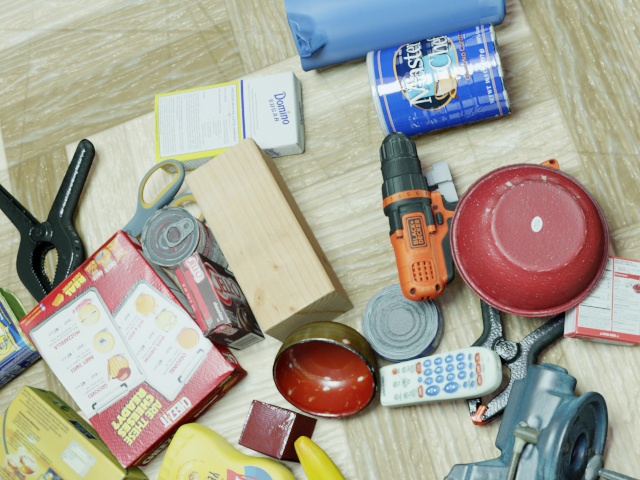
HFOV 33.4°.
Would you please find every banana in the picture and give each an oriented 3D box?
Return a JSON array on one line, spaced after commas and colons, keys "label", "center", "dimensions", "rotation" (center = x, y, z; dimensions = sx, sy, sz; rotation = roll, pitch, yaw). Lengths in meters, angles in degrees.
[{"label": "banana", "center": [0.026, 0.294, 1.096], "dimensions": [0.037, 0.069, 0.198], "rotation": [-27, 68, 10]}]

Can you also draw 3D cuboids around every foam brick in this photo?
[{"label": "foam brick", "center": [-0.045, 0.204, 1.137], "dimensions": [0.053, 0.078, 0.051], "rotation": [16, 82, 20]}]

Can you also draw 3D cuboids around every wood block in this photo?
[{"label": "wood block", "center": [-0.057, 0.001, 1.189], "dimensions": [0.090, 0.090, 0.206], "rotation": [-31, 69, 6]}]

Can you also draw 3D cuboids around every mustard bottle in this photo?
[{"label": "mustard bottle", "center": [-0.079, 0.274, 1.138], "dimensions": [0.192, 0.058, 0.096], "rotation": [21, 91, 20]}]

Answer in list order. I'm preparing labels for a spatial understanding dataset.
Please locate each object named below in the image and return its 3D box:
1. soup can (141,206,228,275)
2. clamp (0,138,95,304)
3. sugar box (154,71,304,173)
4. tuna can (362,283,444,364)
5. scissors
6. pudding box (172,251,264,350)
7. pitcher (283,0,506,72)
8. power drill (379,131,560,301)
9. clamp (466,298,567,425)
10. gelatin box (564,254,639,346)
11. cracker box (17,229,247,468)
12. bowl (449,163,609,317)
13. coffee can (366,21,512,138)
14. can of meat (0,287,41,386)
[{"label": "soup can", "center": [-0.151, 0.008, 1.208], "dimensions": [0.068, 0.102, 0.068], "rotation": [-4, 74, 15]}, {"label": "clamp", "center": [-0.342, -0.009, 1.304], "dimensions": [0.165, 0.036, 0.210], "rotation": [-11, 76, 24]}, {"label": "sugar box", "center": [-0.108, -0.139, 1.268], "dimensions": [0.176, 0.048, 0.093], "rotation": [-6, 76, 11]}, {"label": "tuna can", "center": [0.089, 0.090, 1.153], "dimensions": [0.086, 0.033, 0.086], "rotation": [-4, 74, 15]}, {"label": "scissors", "center": [-0.208, -0.004, 1.270], "dimensions": [0.096, 0.016, 0.202], "rotation": [32, 106, -5]}, {"label": "pudding box", "center": [-0.111, 0.069, 1.174], "dimensions": [0.039, 0.113, 0.090], "rotation": [-29, 70, 6]}, {"label": "pitcher", "center": [0.082, -0.284, 1.215], "dimensions": [0.243, 0.145, 0.149], "rotation": [-9, 84, 9]}, {"label": "power drill", "center": [0.159, -0.036, 1.121], "dimensions": [0.187, 0.057, 0.184], "rotation": [-8, 76, -1]}, {"label": "clamp", "center": [0.205, 0.114, 1.110], "dimensions": [0.120, 0.039, 0.171], "rotation": [10, 76, 24]}, {"label": "gelatin box", "center": [0.289, 0.059, 1.089], "dimensions": [0.073, 0.030, 0.089], "rotation": [9, 75, -12]}, {"label": "cracker box", "center": [-0.212, 0.122, 1.205], "dimensions": [0.164, 0.072, 0.214], "rotation": [-42, 74, 3]}, {"label": "bowl", "center": [0.211, -0.008, 1.054], "dimensions": [0.162, 0.055, 0.162], "rotation": [0, 76, 1]}, {"label": "coffee can", "center": [0.131, -0.173, 1.176], "dimensions": [0.140, 0.102, 0.103], "rotation": [-12, 72, 12]}, {"label": "can of meat", "center": [-0.387, 0.118, 1.272], "dimensions": [0.084, 0.057, 0.102], "rotation": [-37, 69, 1]}]
